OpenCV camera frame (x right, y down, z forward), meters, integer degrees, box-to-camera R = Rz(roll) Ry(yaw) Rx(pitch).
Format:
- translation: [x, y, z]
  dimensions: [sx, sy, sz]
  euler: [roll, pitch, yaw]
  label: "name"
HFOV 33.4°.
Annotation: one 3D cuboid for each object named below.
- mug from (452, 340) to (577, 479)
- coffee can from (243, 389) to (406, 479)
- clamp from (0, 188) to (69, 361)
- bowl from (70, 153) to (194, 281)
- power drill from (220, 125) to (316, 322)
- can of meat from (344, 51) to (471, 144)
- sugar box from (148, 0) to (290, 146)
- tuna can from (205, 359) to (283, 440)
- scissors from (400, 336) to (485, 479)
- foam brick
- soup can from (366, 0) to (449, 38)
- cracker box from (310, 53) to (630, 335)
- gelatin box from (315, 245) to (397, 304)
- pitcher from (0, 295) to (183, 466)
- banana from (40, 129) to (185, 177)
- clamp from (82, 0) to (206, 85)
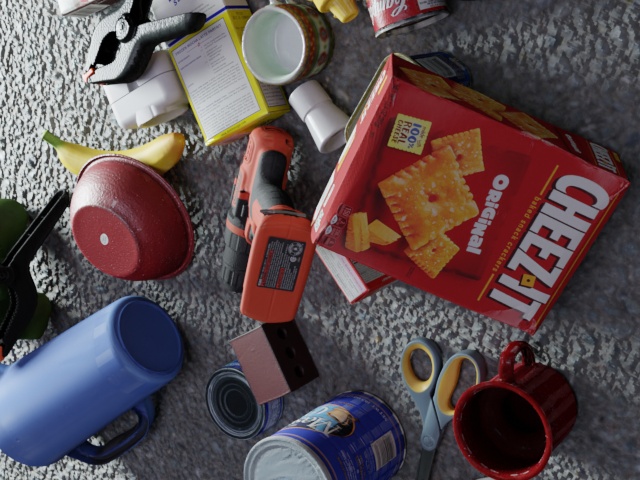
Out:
- translation: [0.177, 0.146, 0.952]
  dimensions: [0.093, 0.081, 0.117]
  euler: [1, 103, 34]
  label: "mug"
- translation: [0.007, 0.218, 1.051]
  dimensions: [0.103, 0.140, 0.103]
  euler: [10, 107, 32]
  label: "coffee can"
- translation: [-0.365, 0.033, 1.242]
  dimensions: [0.036, 0.164, 0.210]
  euler: [9, 104, 56]
  label: "clamp"
- translation: [-0.219, -0.012, 1.171]
  dimensions: [0.162, 0.055, 0.162]
  euler: [17, 128, 23]
  label: "bowl"
- translation: [-0.057, 0.001, 1.028]
  dimensions: [0.188, 0.057, 0.184]
  euler: [-114, 33, -61]
  label: "power drill"
- translation: [0.081, -0.118, 0.948]
  dimensions: [0.057, 0.083, 0.102]
  euler: [41, 122, 19]
  label: "can of meat"
- translation: [-0.105, -0.193, 1.080]
  dimensions: [0.094, 0.048, 0.176]
  euler: [-23, 85, 36]
  label: "sugar box"
- translation: [-0.084, 0.174, 1.168]
  dimensions: [0.086, 0.033, 0.086]
  euler: [10, 107, 32]
  label: "tuna can"
- translation: [0.097, 0.179, 1.056]
  dimensions: [0.096, 0.016, 0.202]
  euler: [38, 120, 23]
  label: "scissors"
- translation: [-0.048, 0.124, 1.118]
  dimensions: [0.051, 0.052, 0.078]
  euler: [-27, 87, 36]
  label: "foam brick"
- translation: [0.067, -0.237, 0.936]
  dimensions: [0.069, 0.068, 0.102]
  euler: [-15, 93, 36]
  label: "soup can"
- translation: [0.120, -0.034, 0.888]
  dimensions: [0.213, 0.072, 0.164]
  euler: [23, 116, -7]
  label: "cracker box"
- translation: [0.032, 0.010, 1.021]
  dimensions: [0.030, 0.073, 0.089]
  euler: [-41, 78, 35]
  label: "gelatin box"
- translation: [-0.265, 0.168, 1.243]
  dimensions: [0.243, 0.149, 0.145]
  euler: [-32, 64, 33]
  label: "pitcher"
- translation: [-0.221, -0.090, 1.178]
  dimensions: [0.198, 0.069, 0.037]
  euler: [2, 60, 29]
  label: "banana"
- translation: [-0.179, -0.208, 1.070]
  dimensions: [0.172, 0.039, 0.120]
  euler: [-52, 53, 30]
  label: "clamp"
